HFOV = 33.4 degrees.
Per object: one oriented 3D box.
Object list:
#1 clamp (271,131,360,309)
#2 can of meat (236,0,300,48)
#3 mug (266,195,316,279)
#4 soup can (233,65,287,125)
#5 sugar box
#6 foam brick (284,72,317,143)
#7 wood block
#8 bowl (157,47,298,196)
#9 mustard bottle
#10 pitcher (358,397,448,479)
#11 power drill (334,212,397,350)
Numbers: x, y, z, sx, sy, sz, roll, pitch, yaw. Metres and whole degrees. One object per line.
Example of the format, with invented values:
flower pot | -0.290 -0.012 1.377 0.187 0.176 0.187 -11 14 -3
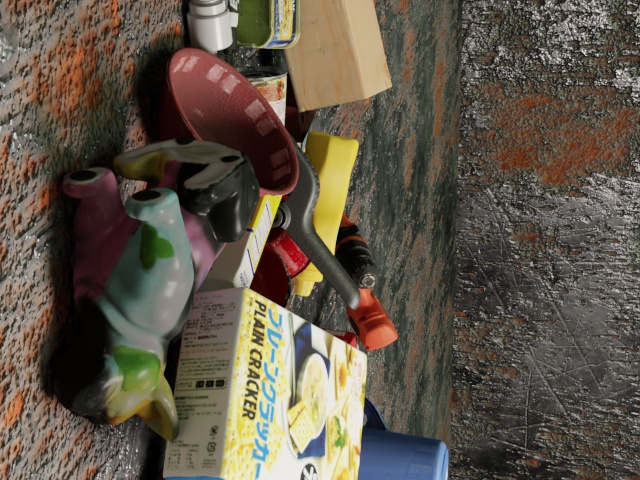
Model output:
clamp | -0.055 -0.019 1.092 0.036 0.164 0.210 -57 137 -81
can of meat | -0.061 -0.255 1.138 0.083 0.057 0.102 -34 127 -69
mug | -0.058 0.001 1.161 0.081 0.093 0.117 53 30 -63
soup can | -0.069 -0.128 1.124 0.068 0.068 0.102 -52 145 -65
sugar box | -0.096 -0.017 1.001 0.048 0.093 0.176 78 22 -48
foam brick | -0.039 -0.158 1.268 0.078 0.051 0.053 -70 159 -46
wood block | 0.005 -0.261 1.214 0.090 0.090 0.206 -36 115 -63
bowl | -0.094 -0.094 0.964 0.162 0.055 0.162 38 30 -27
mustard bottle | -0.003 -0.030 1.248 0.096 0.058 0.192 -149 -111 -74
pitcher | 0.030 0.272 1.296 0.145 0.243 0.149 -65 156 -59
power drill | 0.058 0.064 1.533 0.184 0.057 0.187 -117 -172 -56
